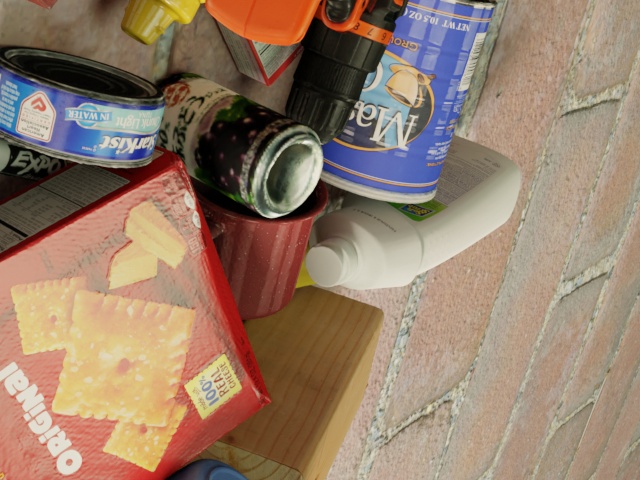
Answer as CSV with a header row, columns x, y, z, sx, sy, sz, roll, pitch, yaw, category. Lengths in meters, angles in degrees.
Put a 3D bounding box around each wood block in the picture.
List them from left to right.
x,y,z,sx,sy,sz,roll,pitch,yaw,category
-0.029,0.119,0.745,0.205,0.090,0.091,-55,160,-60,wood block

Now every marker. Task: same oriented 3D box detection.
x,y,z,sx,sy,sz,roll,pitch,yaw,category
-0.153,-0.041,0.552,0.120,0.020,0.020,12,105,-60,marker

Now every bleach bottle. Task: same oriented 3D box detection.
x,y,z,sx,sy,sz,roll,pitch,yaw,category
0.060,-0.019,0.797,0.250,0.103,0.068,-27,134,-54,bleach bottle

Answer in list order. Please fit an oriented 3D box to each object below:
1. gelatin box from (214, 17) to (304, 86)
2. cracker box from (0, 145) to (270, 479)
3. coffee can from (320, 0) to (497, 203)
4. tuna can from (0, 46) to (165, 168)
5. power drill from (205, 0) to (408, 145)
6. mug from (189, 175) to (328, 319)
x,y,z,sx,sy,sz,roll,pitch,yaw,category
-0.030,-0.149,0.644,0.073,0.030,0.089,-51,150,-16,gelatin box
-0.142,0.068,0.542,0.213,0.072,0.164,-33,123,-29,cracker box
0.050,-0.109,0.730,0.102,0.103,0.140,-14,126,-53,coffee can
-0.119,-0.066,0.517,0.085,0.086,0.034,-7,119,-56,tuna can
0.003,-0.138,0.577,0.187,0.057,0.184,-22,133,-73,power drill
-0.054,0.001,0.670,0.117,0.093,0.082,-41,152,-53,mug
